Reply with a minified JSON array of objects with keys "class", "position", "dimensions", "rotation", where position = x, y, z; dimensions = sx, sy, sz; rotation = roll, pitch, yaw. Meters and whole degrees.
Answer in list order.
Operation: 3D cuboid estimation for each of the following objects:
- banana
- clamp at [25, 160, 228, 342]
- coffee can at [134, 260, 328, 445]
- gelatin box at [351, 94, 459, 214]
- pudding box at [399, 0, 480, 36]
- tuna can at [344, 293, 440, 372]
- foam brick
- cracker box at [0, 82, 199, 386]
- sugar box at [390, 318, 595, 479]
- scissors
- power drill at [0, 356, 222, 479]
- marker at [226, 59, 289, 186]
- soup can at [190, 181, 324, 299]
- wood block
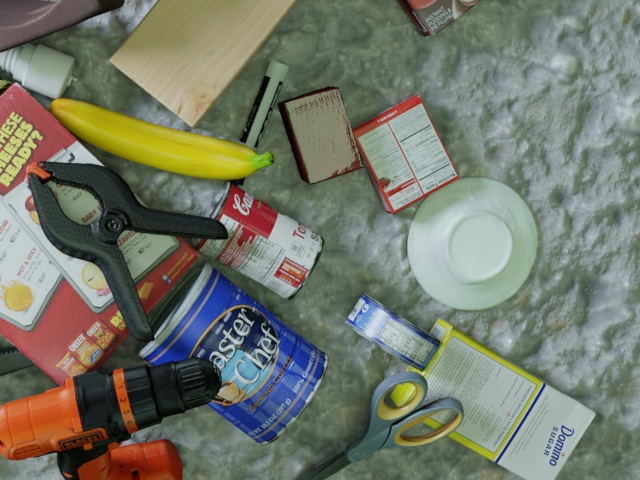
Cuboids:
[{"class":"banana","position":[-0.135,-0.087,0.934],"dimensions":[0.198,0.070,0.037],"rotation":[12,65,1]},{"class":"clamp","position":[-0.162,-0.014,0.880],"dimensions":[0.171,0.039,0.120],"rotation":[47,66,-9]},{"class":"coffee can","position":[-0.078,0.100,0.949],"dimensions":[0.140,0.103,0.103],"rotation":[39,90,-12]},{"class":"gelatin box","position":[0.076,-0.079,0.988],"dimensions":[0.073,0.030,0.089],"rotation":[-29,101,-6]},{"class":"pudding box","position":[0.116,-0.253,0.966],"dimensions":[0.113,0.039,0.090],"rotation":[-38,101,-3]},{"class":"tuna can","position":[0.067,0.084,0.980],"dimensions":[0.086,0.086,0.034],"rotation":[32,90,-12]},{"class":"foam brick","position":[-0.001,-0.096,0.962],"dimensions":[0.051,0.053,0.078],"rotation":[-19,101,-6]},{"class":"cracker box","position":[-0.238,0.001,0.912],"dimensions":[0.213,0.072,0.164],"rotation":[44,73,-11]},{"class":"sugar box","position":[0.166,0.158,1.027],"dimensions":[0.176,0.048,0.093],"rotation":[31,94,-15]},{"class":"scissors","position":[0.033,0.179,0.986],"dimensions":[0.202,0.016,0.096],"rotation":[-22,122,9]},{"class":"power drill","position":[-0.167,0.167,0.909],"dimensions":[0.184,0.188,0.057],"rotation":[-13,57,-6]},{"class":"marker","position":[-0.059,-0.104,0.967],"dimensions":[0.020,0.020,0.121],"rotation":[21,94,-12]},{"class":"soup can","position":[-0.056,0.001,0.957],"dimensions":[0.102,0.068,0.068],"rotation":[30,92,-12]},{"class":"wood block","position":[-0.080,-0.204,0.915],"dimensions":[0.090,0.090,0.206],"rotation":[39,91,-12]}]
